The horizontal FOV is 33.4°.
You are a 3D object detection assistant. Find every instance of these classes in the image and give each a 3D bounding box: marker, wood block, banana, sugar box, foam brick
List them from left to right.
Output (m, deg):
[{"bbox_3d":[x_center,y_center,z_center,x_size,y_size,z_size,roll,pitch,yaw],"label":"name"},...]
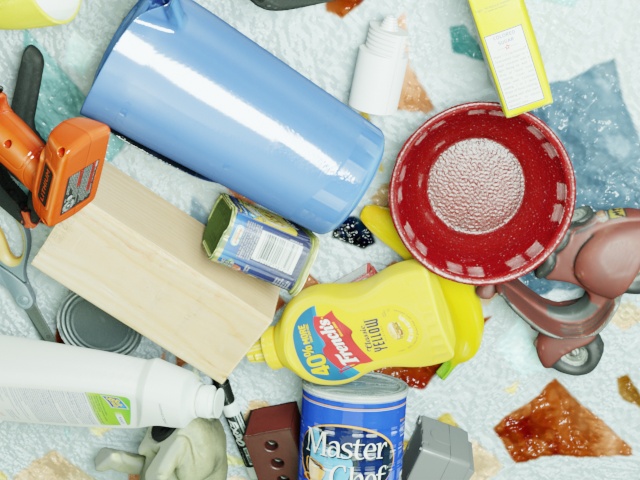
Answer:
[{"bbox_3d":[-0.148,0.029,0.994,0.206,0.090,0.090,34,113,-10],"label":"wood block"},{"bbox_3d":[-0.084,0.193,1.100,0.020,0.020,0.121,-15,112,11],"label":"marker"},{"bbox_3d":[-0.041,0.212,1.087,0.053,0.051,0.078,-13,113,11],"label":"foam brick"},{"bbox_3d":[0.107,0.043,1.002,0.069,0.037,0.198,-26,108,2],"label":"banana"},{"bbox_3d":[0.140,-0.198,0.864,0.048,0.093,0.176,-16,112,11],"label":"sugar box"}]

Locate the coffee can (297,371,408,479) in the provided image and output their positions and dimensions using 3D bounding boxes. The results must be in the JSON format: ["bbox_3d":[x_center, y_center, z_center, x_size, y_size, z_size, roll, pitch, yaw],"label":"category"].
[{"bbox_3d":[0.029,0.205,1.029,0.103,0.103,0.140,4,97,3],"label":"coffee can"}]

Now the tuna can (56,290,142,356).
[{"bbox_3d":[-0.213,0.076,1.051,0.086,0.033,0.086,2,114,4],"label":"tuna can"}]

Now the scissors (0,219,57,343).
[{"bbox_3d":[-0.313,0.051,1.060,0.096,0.016,0.202,-3,114,8],"label":"scissors"}]

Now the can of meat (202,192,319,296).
[{"bbox_3d":[-0.056,0.001,0.958,0.083,0.102,0.057,23,97,-16],"label":"can of meat"}]

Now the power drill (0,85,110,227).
[{"bbox_3d":[-0.257,-0.115,0.869,0.188,0.057,0.185,40,140,13],"label":"power drill"}]

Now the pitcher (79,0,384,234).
[{"bbox_3d":[-0.075,-0.103,0.918,0.242,0.149,0.145,30,98,-12],"label":"pitcher"}]

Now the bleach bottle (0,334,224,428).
[{"bbox_3d":[-0.214,0.145,1.029,0.251,0.068,0.102,5,143,14],"label":"bleach bottle"}]

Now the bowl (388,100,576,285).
[{"bbox_3d":[0.140,-0.044,0.944,0.162,0.055,0.162,1,101,2],"label":"bowl"}]

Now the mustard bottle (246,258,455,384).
[{"bbox_3d":[0.021,0.083,0.985,0.192,0.058,0.096,-15,111,16],"label":"mustard bottle"}]

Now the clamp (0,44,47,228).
[{"bbox_3d":[-0.299,-0.094,0.982,0.120,0.039,0.171,2,112,16],"label":"clamp"}]
